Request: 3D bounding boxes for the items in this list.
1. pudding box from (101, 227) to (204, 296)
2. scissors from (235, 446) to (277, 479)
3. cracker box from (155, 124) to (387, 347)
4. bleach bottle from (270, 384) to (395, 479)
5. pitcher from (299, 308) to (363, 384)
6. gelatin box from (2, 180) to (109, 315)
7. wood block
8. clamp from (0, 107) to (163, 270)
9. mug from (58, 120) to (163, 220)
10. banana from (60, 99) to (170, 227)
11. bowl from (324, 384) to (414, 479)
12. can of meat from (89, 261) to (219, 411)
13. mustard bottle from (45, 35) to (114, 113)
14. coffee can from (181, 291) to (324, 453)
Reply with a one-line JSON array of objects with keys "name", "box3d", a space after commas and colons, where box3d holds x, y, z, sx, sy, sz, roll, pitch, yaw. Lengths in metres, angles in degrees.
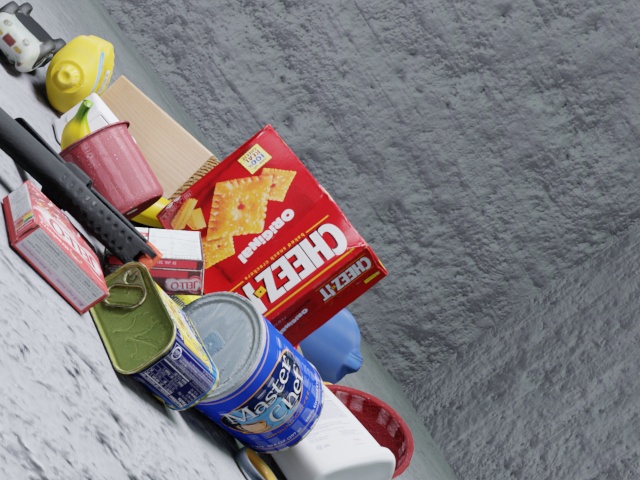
[{"name": "pudding box", "box3d": [-0.153, 0.018, 0.982, 0.113, 0.090, 0.039, -115, -149, -73]}, {"name": "scissors", "box3d": [-0.028, 0.252, 1.015, 0.096, 0.016, 0.201, 55, 2, 32]}, {"name": "cracker box", "box3d": [-0.057, 0.001, 1.117, 0.214, 0.164, 0.072, 52, 1, 38]}, {"name": "bleach bottle", "box3d": [-0.029, 0.173, 1.125, 0.102, 0.068, 0.251, -2, 33, -33]}, {"name": "pitcher", "box3d": [-0.050, 0.114, 1.464, 0.242, 0.149, 0.145, 43, 31, -63]}, {"name": "gelatin box", "box3d": [-0.205, 0.005, 0.831, 0.089, 0.030, 0.073, 52, 3, -36]}, {"name": "wood block", "box3d": [-0.201, -0.103, 1.321, 0.206, 0.091, 0.090, 41, -5, 35]}, {"name": "clamp", "box3d": [-0.218, -0.051, 0.891, 0.210, 0.036, 0.164, 43, -3, 11]}, {"name": "mug", "box3d": [-0.214, -0.056, 1.062, 0.081, 0.093, 0.117, 59, -34, 1]}, {"name": "banana", "box3d": [-0.221, -0.066, 1.153, 0.197, 0.070, 0.037, 52, 31, -41]}, {"name": "bowl", "box3d": [0.018, 0.230, 1.170, 0.162, 0.161, 0.055, -123, -141, -49]}, {"name": "can of meat", "box3d": [-0.134, 0.080, 0.868, 0.102, 0.057, 0.084, 55, 1, 41]}, {"name": "mustard bottle", "box3d": [-0.297, -0.203, 1.306, 0.058, 0.096, 0.191, 26, 8, -8]}, {"name": "coffee can", "box3d": [-0.069, 0.123, 0.974, 0.103, 0.103, 0.140, 56, 3, 38]}]
